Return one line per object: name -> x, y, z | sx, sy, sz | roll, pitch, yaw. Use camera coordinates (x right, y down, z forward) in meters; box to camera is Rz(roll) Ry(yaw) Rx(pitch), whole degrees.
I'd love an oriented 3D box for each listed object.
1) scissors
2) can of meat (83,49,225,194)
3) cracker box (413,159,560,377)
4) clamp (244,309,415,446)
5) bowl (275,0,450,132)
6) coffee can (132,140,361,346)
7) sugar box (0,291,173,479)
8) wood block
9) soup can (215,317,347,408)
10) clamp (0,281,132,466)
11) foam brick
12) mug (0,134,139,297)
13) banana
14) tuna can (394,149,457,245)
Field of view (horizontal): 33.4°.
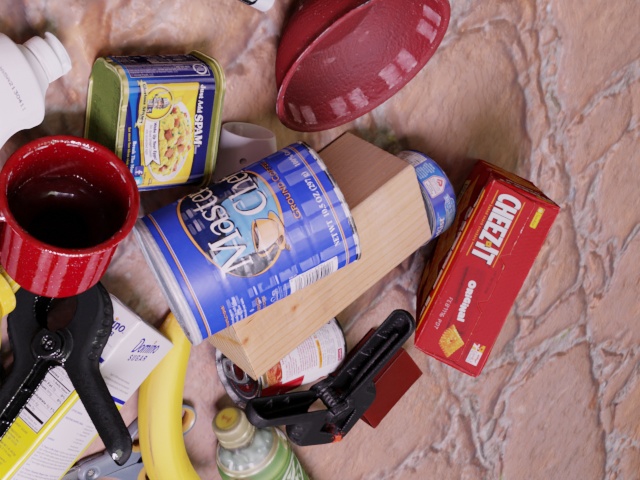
scissors -> -0.190, 0.209, 0.924 | 0.201, 0.016, 0.096 | -30, 127, -27
can of meat -> -0.123, -0.086, 0.782 | 0.083, 0.058, 0.102 | -9, 120, -38
cracker box -> 0.147, 0.016, 0.999 | 0.213, 0.072, 0.164 | -55, 169, -80
clamp -> 0.001, 0.147, 0.965 | 0.164, 0.036, 0.210 | -27, 156, -20
bowl -> 0.022, -0.159, 0.846 | 0.162, 0.055, 0.162 | -29, 160, -12
coffee can -> -0.055, 0.001, 0.793 | 0.140, 0.103, 0.103 | -27, 131, -12
sugar box -> -0.196, 0.127, 0.831 | 0.176, 0.048, 0.093 | -52, 163, -9
wood block -> -0.014, 0.010, 0.914 | 0.205, 0.091, 0.090 | -38, 135, -20
soup can -> -0.035, 0.103, 0.968 | 0.102, 0.069, 0.068 | -18, 125, -36
clamp -> -0.181, 0.085, 0.771 | 0.039, 0.120, 0.171 | 86, 13, -73
foam brick -> 0.054, 0.139, 1.084 | 0.078, 0.051, 0.053 | -47, 136, -12
mug -> -0.189, -0.010, 0.730 | 0.117, 0.093, 0.082 | -10, 156, -27
banana -> -0.128, 0.155, 0.920 | 0.069, 0.037, 0.198 | -36, 129, -48
tuna can -> 0.085, -0.040, 0.980 | 0.033, 0.086, 0.086 | -31, 132, -28
